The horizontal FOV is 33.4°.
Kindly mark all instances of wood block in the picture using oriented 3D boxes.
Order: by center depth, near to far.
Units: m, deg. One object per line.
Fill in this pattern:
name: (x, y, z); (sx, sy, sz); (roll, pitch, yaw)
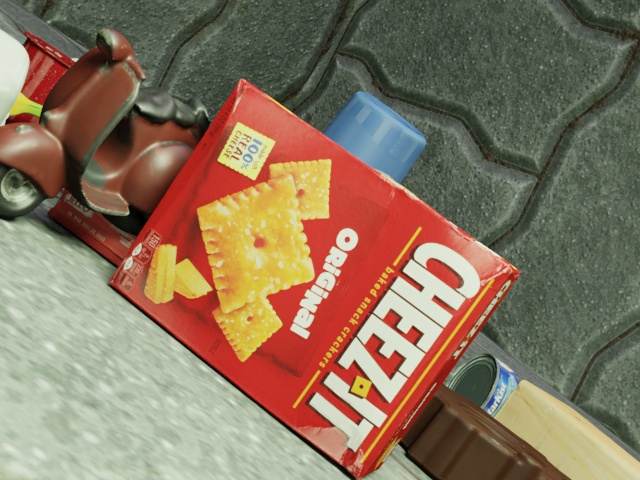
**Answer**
wood block: (0.246, 0.227, 0.975); (0.090, 0.090, 0.206); (32, 6, -34)

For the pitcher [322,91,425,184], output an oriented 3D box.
pitcher: (0.027, -0.053, 1.317); (0.145, 0.243, 0.149); (40, 11, 17)

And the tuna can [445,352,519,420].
tuna can: (0.161, 0.159, 1.083); (0.033, 0.086, 0.086); (36, 4, -19)

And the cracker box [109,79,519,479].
cracker box: (-0.007, 0.023, 0.690); (0.214, 0.164, 0.072); (36, 6, 14)

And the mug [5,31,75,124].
mug: (-0.280, -0.151, 1.053); (0.117, 0.081, 0.093); (38, 5, 30)

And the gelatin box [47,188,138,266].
gelatin box: (-0.153, -0.008, 0.803); (0.073, 0.030, 0.089); (36, 4, 11)
